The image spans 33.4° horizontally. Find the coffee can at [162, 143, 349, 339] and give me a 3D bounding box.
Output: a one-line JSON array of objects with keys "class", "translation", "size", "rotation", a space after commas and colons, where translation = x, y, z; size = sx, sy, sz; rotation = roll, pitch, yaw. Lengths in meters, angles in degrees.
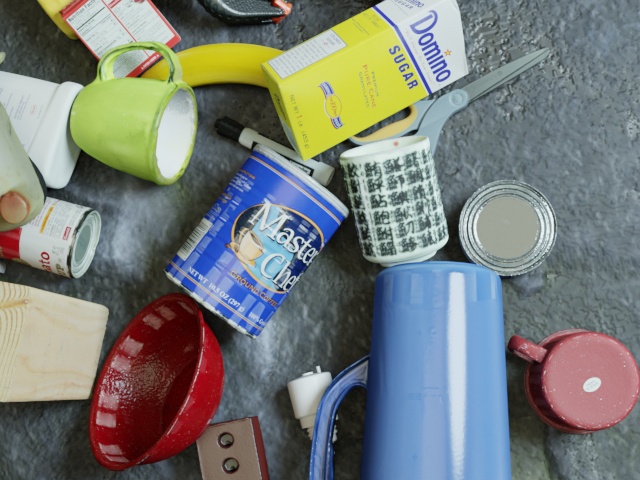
[{"class": "coffee can", "translation": [-0.056, 0.001, 0.938], "size": [0.103, 0.103, 0.140], "rotation": [36, 87, 9]}]

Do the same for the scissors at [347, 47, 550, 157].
[{"class": "scissors", "translation": [0.123, -0.108, 0.980], "size": [0.202, 0.016, 0.096], "rotation": [-13, 83, 4]}]

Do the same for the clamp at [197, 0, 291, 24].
[{"class": "clamp", "translation": [-0.101, -0.262, 0.981], "size": [0.171, 0.039, 0.120], "rotation": [21, 80, -23]}]

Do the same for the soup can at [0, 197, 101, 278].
[{"class": "soup can", "translation": [-0.261, -0.010, 0.976], "size": [0.102, 0.068, 0.068], "rotation": [16, 84, 7]}]

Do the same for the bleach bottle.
[{"class": "bleach bottle", "translation": [-0.348, -0.127, 1.004], "size": [0.251, 0.068, 0.102], "rotation": [16, 84, 9]}]

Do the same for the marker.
[{"class": "marker", "translation": [-0.044, -0.084, 0.991], "size": [0.121, 0.020, 0.020], "rotation": [26, 85, 8]}]

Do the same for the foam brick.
[{"class": "foam brick", "translation": [-0.076, 0.197, 0.940], "size": [0.053, 0.051, 0.078], "rotation": [-13, 81, 3]}]

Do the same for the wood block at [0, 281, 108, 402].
[{"class": "wood block", "translation": [-0.256, 0.083, 0.893], "size": [0.091, 0.206, 0.090], "rotation": [9, 83, 7]}]

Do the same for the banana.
[{"class": "banana", "translation": [-0.070, -0.150, 0.993], "size": [0.198, 0.037, 0.069], "rotation": [15, 84, 7]}]

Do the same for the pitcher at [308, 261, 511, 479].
[{"class": "pitcher", "translation": [0.086, 0.144, 0.897], "size": [0.149, 0.145, 0.243], "rotation": [9, 77, -33]}]

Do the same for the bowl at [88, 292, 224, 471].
[{"class": "bowl", "translation": [-0.133, 0.129, 0.926], "size": [0.055, 0.162, 0.162], "rotation": [31, 85, -33]}]

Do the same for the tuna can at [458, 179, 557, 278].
[{"class": "tuna can", "translation": [0.166, -0.009, 0.954], "size": [0.086, 0.033, 0.086], "rotation": [-1, 82, 5]}]

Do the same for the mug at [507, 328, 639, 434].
[{"class": "mug", "translation": [0.213, 0.113, 0.909], "size": [0.117, 0.081, 0.093], "rotation": [32, 86, 8]}]

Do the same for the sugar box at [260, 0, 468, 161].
[{"class": "sugar box", "translation": [0.043, -0.150, 0.939], "size": [0.176, 0.093, 0.048], "rotation": [-27, 47, -7]}]

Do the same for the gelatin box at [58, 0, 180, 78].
[{"class": "gelatin box", "translation": [-0.186, -0.200, 0.991], "size": [0.073, 0.030, 0.089], "rotation": [-40, 120, -1]}]
